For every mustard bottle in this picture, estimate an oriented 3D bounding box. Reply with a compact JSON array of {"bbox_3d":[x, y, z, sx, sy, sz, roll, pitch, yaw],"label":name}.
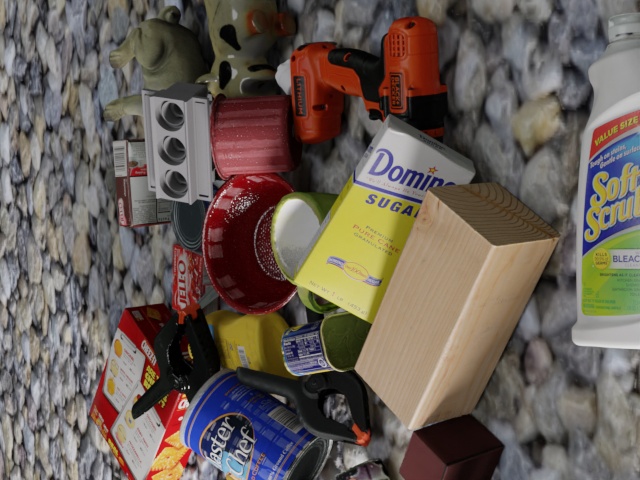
[{"bbox_3d":[-0.105,0.132,1.292,0.192,0.058,0.096,-5,106,53],"label":"mustard bottle"}]

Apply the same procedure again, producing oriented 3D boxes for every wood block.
[{"bbox_3d":[0.119,0.059,0.966,0.091,0.090,0.206,46,129,38],"label":"wood block"}]

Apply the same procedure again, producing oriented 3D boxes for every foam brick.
[{"bbox_3d":[0.122,0.204,0.996,0.051,0.078,0.053,41,126,39],"label":"foam brick"}]

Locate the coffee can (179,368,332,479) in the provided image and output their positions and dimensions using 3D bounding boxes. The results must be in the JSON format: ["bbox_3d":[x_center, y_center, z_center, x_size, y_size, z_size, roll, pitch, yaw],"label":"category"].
[{"bbox_3d":[-0.072,0.222,1.194,0.140,0.102,0.103,29,120,22],"label":"coffee can"}]

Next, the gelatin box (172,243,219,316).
[{"bbox_3d":[-0.162,0.054,1.376,0.073,0.030,0.089,19,110,50],"label":"gelatin box"}]

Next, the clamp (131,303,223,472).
[{"bbox_3d":[-0.156,0.174,1.290,0.165,0.036,0.210,29,125,24],"label":"clamp"}]

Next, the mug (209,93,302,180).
[{"bbox_3d":[-0.064,-0.114,1.150,0.081,0.117,0.093,-2,94,12],"label":"mug"}]

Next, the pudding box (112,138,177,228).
[{"bbox_3d":[-0.217,-0.076,1.378,0.039,0.089,0.113,4,99,50],"label":"pudding box"}]

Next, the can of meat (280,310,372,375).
[{"bbox_3d":[0.021,0.103,1.091,0.084,0.101,0.057,-19,81,54],"label":"can of meat"}]

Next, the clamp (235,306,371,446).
[{"bbox_3d":[0.001,0.148,1.156,0.172,0.039,0.120,36,88,25],"label":"clamp"}]

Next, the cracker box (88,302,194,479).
[{"bbox_3d":[-0.230,0.218,1.459,0.164,0.071,0.214,50,131,33],"label":"cracker box"}]

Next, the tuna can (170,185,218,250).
[{"bbox_3d":[-0.154,-0.031,1.349,0.086,0.033,0.086,12,105,51],"label":"tuna can"}]

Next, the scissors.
[{"bbox_3d":[-0.097,0.059,1.285,0.096,0.016,0.202,52,126,26],"label":"scissors"}]

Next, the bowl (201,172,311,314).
[{"bbox_3d":[-0.058,0.001,1.195,0.162,0.055,0.162,0,89,38],"label":"bowl"}]

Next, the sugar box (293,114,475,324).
[{"bbox_3d":[0.057,-0.018,0.986,0.176,0.093,0.048,-59,8,22],"label":"sugar box"}]

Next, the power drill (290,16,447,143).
[{"bbox_3d":[0.049,-0.126,1.056,0.188,0.057,0.184,13,109,49],"label":"power drill"}]
